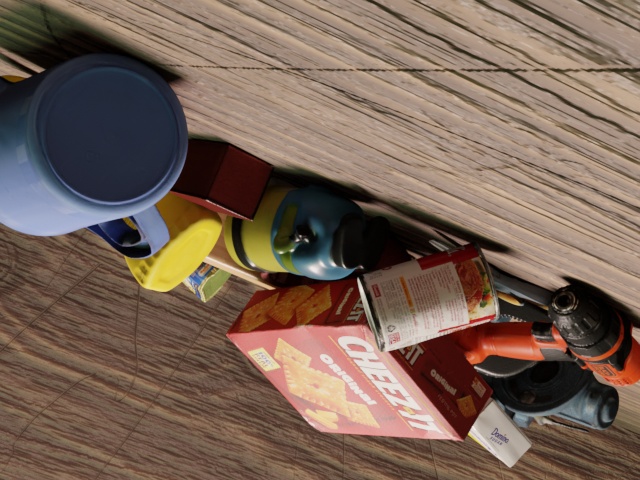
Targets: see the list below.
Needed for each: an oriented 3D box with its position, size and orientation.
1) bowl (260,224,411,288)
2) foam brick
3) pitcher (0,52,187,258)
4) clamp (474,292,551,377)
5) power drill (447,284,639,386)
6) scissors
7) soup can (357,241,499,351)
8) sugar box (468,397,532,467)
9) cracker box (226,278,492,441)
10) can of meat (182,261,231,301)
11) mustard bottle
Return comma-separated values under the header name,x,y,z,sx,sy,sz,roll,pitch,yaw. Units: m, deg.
name,x,y,z,sx,sy,sz,roll,pitch,yaw
bowl,0.024,0.018,1.044,0.162,0.055,0.162,6,168,1
foam brick,-0.087,-0.053,0.931,0.052,0.051,0.078,24,174,-34
pitcher,-0.176,-0.061,0.794,0.149,0.145,0.243,5,179,-24
clamp,0.150,0.087,1.108,0.210,0.164,0.036,-9,-171,13
power drill,0.190,0.083,0.982,0.188,0.057,0.184,5,158,35
scissors,0.171,0.036,0.983,0.096,0.016,0.201,18,173,25
soup can,0.088,0.047,0.881,0.102,0.068,0.068,-16,175,-2
sugar box,0.167,0.195,1.275,0.093,0.048,0.176,48,175,-29
cracker box,0.032,0.118,1.036,0.214,0.072,0.164,-8,129,51
can of meat,-0.147,0.019,1.224,0.084,0.057,0.102,42,169,7
mustard bottle,-0.177,-0.047,1.032,0.058,0.096,0.192,16,-151,-54
